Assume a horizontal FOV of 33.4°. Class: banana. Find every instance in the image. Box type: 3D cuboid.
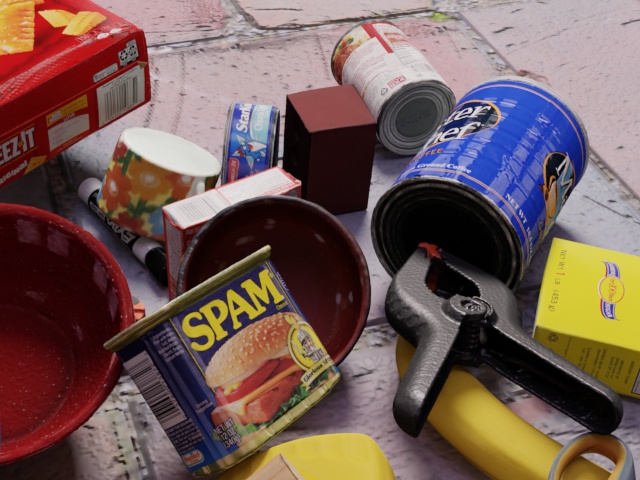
[{"bbox_3d":[0.097,0.097,0.598,0.069,0.037,0.198,-20,44,-23],"label":"banana"}]

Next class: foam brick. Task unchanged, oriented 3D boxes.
[{"bbox_3d":[0.005,-0.063,0.760,0.051,0.078,0.053,-8,40,-16],"label":"foam brick"}]

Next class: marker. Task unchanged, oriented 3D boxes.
[{"bbox_3d":[-0.130,-0.006,0.728,0.020,0.020,0.121,-24,46,-29],"label":"marker"}]

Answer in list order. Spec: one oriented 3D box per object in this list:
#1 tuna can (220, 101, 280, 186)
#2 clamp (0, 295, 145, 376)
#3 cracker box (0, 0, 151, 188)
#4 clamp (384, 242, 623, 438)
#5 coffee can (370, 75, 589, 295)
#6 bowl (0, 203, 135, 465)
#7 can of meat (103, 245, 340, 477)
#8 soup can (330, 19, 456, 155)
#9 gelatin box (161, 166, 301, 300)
[{"bbox_3d":[-0.048,-0.052,0.737,0.034,0.086,0.086,5,39,0],"label":"tuna can"},{"bbox_3d":[-0.211,0.036,0.654,0.210,0.036,0.164,-1,46,-4],"label":"clamp"},{"bbox_3d":[-0.252,-0.133,0.754,0.214,0.072,0.164,31,50,26],"label":"cracker box"},{"bbox_3d":[0.091,0.055,0.591,0.120,0.039,0.171,11,29,-9],"label":"clamp"},{"bbox_3d":[0.108,-0.033,0.708,0.103,0.103,0.140,20,42,20],"label":"coffee can"},{"bbox_3d":[-0.181,0.059,0.577,0.162,0.055,0.162,3,54,-4],"label":"bowl"},{"bbox_3d":[-0.047,0.063,0.555,0.101,0.058,0.084,-31,90,-46],"label":"can of meat"},{"bbox_3d":[0.057,-0.122,0.844,0.068,0.068,0.102,-11,41,-17],"label":"soup can"},{"bbox_3d":[-0.054,0.001,0.681,0.089,0.073,0.030,-22,44,-28],"label":"gelatin box"}]
